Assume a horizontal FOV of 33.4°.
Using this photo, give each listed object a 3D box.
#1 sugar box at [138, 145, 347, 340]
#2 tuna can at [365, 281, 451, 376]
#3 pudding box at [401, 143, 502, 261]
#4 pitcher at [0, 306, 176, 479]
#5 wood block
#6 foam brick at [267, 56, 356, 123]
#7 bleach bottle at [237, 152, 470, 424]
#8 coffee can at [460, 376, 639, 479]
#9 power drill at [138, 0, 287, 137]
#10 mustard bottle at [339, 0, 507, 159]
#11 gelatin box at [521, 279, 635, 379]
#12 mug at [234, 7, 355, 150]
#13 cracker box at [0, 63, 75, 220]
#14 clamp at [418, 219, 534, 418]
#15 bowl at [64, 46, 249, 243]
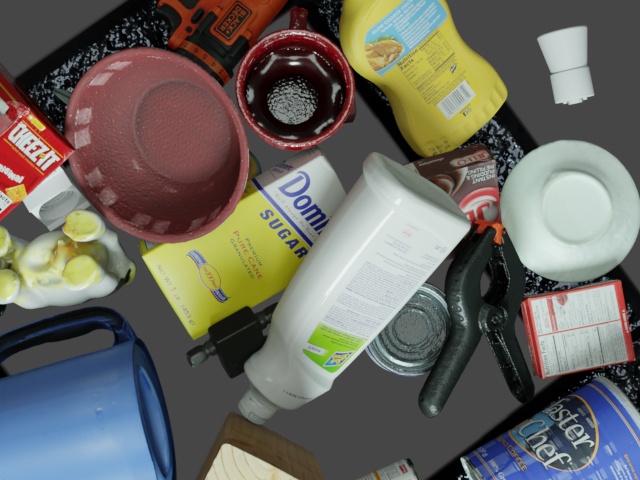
[{"bbox_3d":[-0.056,0.001,0.916,0.176,0.048,0.093,-29,112,-1],"label":"sugar box"},{"bbox_3d":[0.078,0.076,0.937,0.086,0.034,0.086,0,87,-3],"label":"tuna can"},{"bbox_3d":[0.098,-0.026,0.921,0.113,0.039,0.090,-14,124,-2],"label":"pudding box"},{"bbox_3d":[-0.248,0.160,0.877,0.243,0.149,0.145,-13,112,-1],"label":"pitcher"},{"bbox_3d":[-0.054,0.204,0.838,0.090,0.206,0.091,28,85,-2],"label":"wood block"},{"bbox_3d":[-0.011,-0.127,0.932,0.078,0.053,0.051,-8,88,-4],"label":"foam brick"},{"bbox_3d":[0.009,0.052,0.879,0.102,0.068,0.251,25,112,-36],"label":"bleach bottle"},{"bbox_3d":[0.205,0.194,0.905,0.140,0.103,0.103,-29,89,-4],"label":"coffee can"},{"bbox_3d":[-0.146,-0.205,0.926,0.187,0.057,0.184,38,80,-4],"label":"power drill"},{"bbox_3d":[0.072,-0.168,0.905,0.096,0.058,0.191,-41,112,-4],"label":"mustard bottle"},{"bbox_3d":[0.227,0.078,0.948,0.089,0.030,0.073,-11,89,-4],"label":"gelatin box"},{"bbox_3d":[-0.021,-0.129,0.864,0.093,0.081,0.117,0,88,-2],"label":"mug"},{"bbox_3d":[-0.330,-0.059,0.865,0.213,0.072,0.164,-44,54,-3],"label":"cracker box"},{"bbox_3d":[0.147,0.070,0.916,0.120,0.039,0.171,8,96,-38],"label":"clamp"},{"bbox_3d":[-0.124,-0.082,0.868,0.162,0.055,0.162,7,113,17],"label":"bowl"}]
